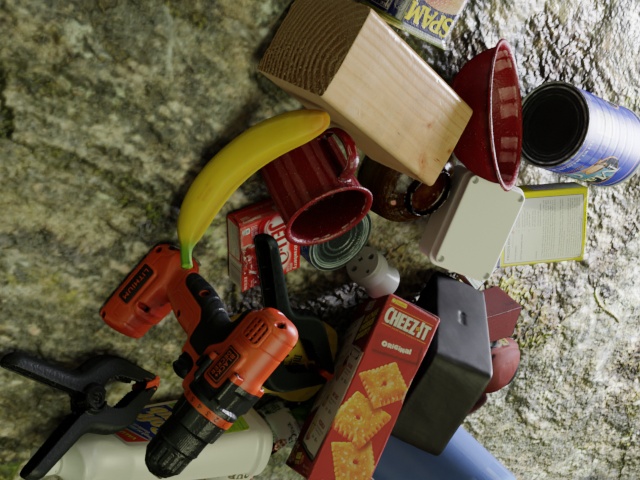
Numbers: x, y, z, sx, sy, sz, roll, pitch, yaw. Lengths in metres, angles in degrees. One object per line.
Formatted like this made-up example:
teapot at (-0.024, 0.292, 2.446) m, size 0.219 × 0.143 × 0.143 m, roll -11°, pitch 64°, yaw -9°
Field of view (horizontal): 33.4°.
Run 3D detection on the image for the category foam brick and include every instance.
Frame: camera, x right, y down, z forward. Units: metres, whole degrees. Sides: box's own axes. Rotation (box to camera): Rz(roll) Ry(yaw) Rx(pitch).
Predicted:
foam brick at (0.218, 0.101, 1.415) m, size 0.078 × 0.053 × 0.051 m, roll -11°, pitch 129°, yaw -35°

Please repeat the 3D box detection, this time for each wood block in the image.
wood block at (0.048, -0.142, 1.013) m, size 0.205 × 0.091 × 0.090 m, roll 31°, pitch 87°, yaw -50°

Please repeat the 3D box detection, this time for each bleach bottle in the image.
bleach bottle at (-0.178, 0.217, 1.117) m, size 0.250 × 0.103 × 0.068 m, roll -2°, pitch 119°, yaw -40°

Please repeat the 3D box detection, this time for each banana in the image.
banana at (-0.073, -0.062, 0.994) m, size 0.198 × 0.070 × 0.037 m, roll -46°, pitch 154°, yaw 13°

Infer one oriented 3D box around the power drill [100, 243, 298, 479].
power drill at (-0.129, 0.104, 0.998) m, size 0.184 × 0.188 × 0.057 m, roll -48°, pitch 142°, yaw 0°

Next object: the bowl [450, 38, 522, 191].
bowl at (0.173, -0.132, 1.136) m, size 0.162 × 0.055 × 0.162 m, roll 0°, pitch 90°, yaw -68°

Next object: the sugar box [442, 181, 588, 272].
sugar box at (0.227, -0.017, 1.265) m, size 0.176 × 0.048 × 0.093 m, roll -3°, pitch 105°, yaw -11°

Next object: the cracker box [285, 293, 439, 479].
cracker box at (0.045, 0.173, 1.187) m, size 0.213 × 0.072 × 0.164 m, roll -64°, pitch -174°, yaw -10°

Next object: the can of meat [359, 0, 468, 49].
can of meat at (0.097, -0.239, 1.013) m, size 0.101 × 0.058 × 0.084 m, roll 12°, pitch 111°, yaw -47°

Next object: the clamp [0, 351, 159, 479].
clamp at (-0.231, 0.166, 1.040) m, size 0.171 × 0.039 × 0.120 m, roll 2°, pitch 86°, yaw -43°

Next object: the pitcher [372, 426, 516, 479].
pitcher at (0.121, 0.266, 1.318) m, size 0.149 × 0.243 × 0.145 m, roll 2°, pitch 120°, yaw -51°

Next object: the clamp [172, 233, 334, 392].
clamp at (-0.045, 0.093, 1.111) m, size 0.209 × 0.036 × 0.164 m, roll 31°, pitch 87°, yaw -48°

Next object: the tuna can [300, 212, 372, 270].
tuna can at (0.013, -0.010, 1.150) m, size 0.086 × 0.034 × 0.086 m, roll -24°, pitch 136°, yaw -25°

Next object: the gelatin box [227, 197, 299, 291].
gelatin box at (-0.057, 0.001, 1.099) m, size 0.073 × 0.030 × 0.089 m, roll -23°, pitch 136°, yaw -27°

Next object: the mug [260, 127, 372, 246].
mug at (-0.003, -0.061, 1.031) m, size 0.093 × 0.081 × 0.117 m, roll -6°, pitch 147°, yaw -37°

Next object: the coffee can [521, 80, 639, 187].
coffee can at (0.308, -0.123, 1.263) m, size 0.140 × 0.103 × 0.103 m, roll 10°, pitch 116°, yaw -46°
